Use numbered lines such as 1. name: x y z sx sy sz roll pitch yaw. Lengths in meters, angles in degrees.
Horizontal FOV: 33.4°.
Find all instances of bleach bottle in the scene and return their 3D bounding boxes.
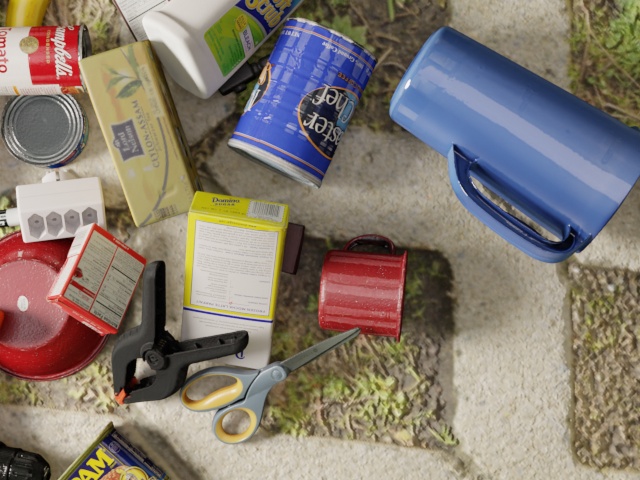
1. bleach bottle: -0.058 -0.258 1.056 0.068 0.102 0.250 33 71 30

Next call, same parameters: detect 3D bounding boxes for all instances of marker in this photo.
1. marker: -0.367 -0.017 1.106 0.121 0.020 0.020 -8 87 1

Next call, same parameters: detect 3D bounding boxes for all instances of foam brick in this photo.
1. foam brick: -0.057 0.001 1.083 0.078 0.053 0.051 14 88 1

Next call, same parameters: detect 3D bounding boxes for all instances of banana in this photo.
1. banana: -0.277 -0.265 1.107 0.069 0.037 0.198 26 90 -8

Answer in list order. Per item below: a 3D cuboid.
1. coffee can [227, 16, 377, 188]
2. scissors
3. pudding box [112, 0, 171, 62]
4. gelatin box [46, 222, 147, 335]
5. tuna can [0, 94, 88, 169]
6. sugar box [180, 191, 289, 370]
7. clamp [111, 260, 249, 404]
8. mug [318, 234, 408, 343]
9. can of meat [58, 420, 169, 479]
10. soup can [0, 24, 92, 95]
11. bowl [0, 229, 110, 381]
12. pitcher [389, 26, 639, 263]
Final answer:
1. coffee can: -0.018 -0.136 1.063 0.103 0.103 0.140 25 88 2
2. scissors: -0.043 0.149 1.066 0.202 0.016 0.096 -14 110 13
3. pudding box: -0.165 -0.250 1.103 0.090 0.039 0.113 -29 85 2
4. gelatin box: -0.222 0.039 1.063 0.073 0.030 0.089 39 57 -33
5. tuna can: -0.284 -0.117 1.101 0.086 0.034 0.086 0 88 1
6. sugar box: -0.085 0.042 1.042 0.093 0.048 0.176 10 126 0
7. clamp: -0.161 0.097 1.046 0.172 0.039 0.120 -38 92 30
8. mug: 0.044 0.042 1.068 0.081 0.093 0.117 5 57 6
9. can of meat: -0.215 0.249 1.074 0.084 0.057 0.102 42 90 -1
10. soup can: -0.282 -0.179 1.057 0.102 0.068 0.068 -2 88 -3
11. bowl: -0.292 0.065 1.084 0.162 0.055 0.162 0 87 1
12. pitcher: 0.187 -0.097 1.043 0.243 0.149 0.145 33 110 6
